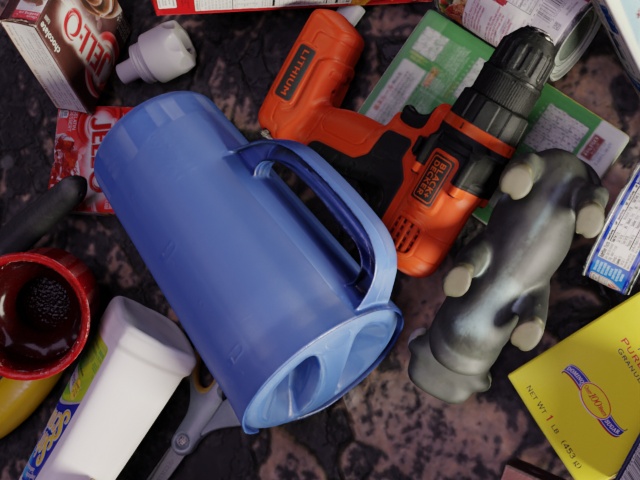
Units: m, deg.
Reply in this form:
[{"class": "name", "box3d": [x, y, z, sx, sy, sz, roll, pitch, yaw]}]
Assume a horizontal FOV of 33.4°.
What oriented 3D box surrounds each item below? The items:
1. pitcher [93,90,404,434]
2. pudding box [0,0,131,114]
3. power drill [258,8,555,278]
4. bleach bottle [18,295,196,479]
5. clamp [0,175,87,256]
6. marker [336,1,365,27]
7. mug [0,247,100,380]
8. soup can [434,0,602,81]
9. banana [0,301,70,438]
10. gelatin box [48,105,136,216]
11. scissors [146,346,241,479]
[{"class": "pitcher", "box3d": [-0.055, 0.001, 0.761, 0.149, 0.145, 0.243, -34, 66, -8]}, {"class": "pudding box", "box3d": [-0.196, -0.167, 0.834, 0.039, 0.113, 0.090, 9, 63, 19]}, {"class": "power drill", "box3d": [0.054, -0.093, 0.749, 0.188, 0.057, 0.184, 38, 102, 35]}, {"class": "bleach bottle", "box3d": [-0.187, 0.170, 0.805, 0.068, 0.103, 0.251, 29, 94, -22]}, {"class": "clamp", "box3d": [-0.284, 0.003, 0.884, 0.165, 0.036, 0.210, 37, 105, 34]}, {"class": "marker", "box3d": [-0.008, -0.133, 0.827, 0.020, 0.020, 0.121, 37, 95, 20]}, {"class": "mug", "box3d": [-0.221, 0.055, 0.795, 0.117, 0.081, 0.093, -26, 97, 2]}, {"class": "soup can", "box3d": [0.141, -0.167, 0.756, 0.102, 0.068, 0.068, 38, 95, 19]}, {"class": "banana", "box3d": [-0.252, 0.114, 0.865, 0.198, 0.037, 0.070, -39, 74, 10]}, {"class": "gelatin box", "box3d": [-0.181, -0.065, 0.870, 0.073, 0.030, 0.089, 4, 84, 19]}, {"class": "scissors", "box3d": [-0.084, 0.154, 0.814, 0.096, 0.016, 0.202, 21, 89, 20]}]
